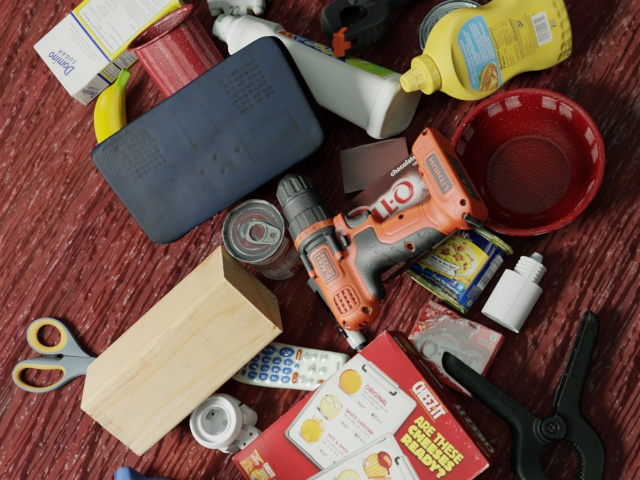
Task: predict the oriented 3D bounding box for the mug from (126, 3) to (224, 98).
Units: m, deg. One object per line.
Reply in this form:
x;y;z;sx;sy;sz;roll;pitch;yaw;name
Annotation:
-0.160;-0.220;1.242;0.093;0.081;0.117;-21;27;27;mug

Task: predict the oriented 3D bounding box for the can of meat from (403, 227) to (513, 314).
0.136;0.016;1.124;0.102;0.057;0.084;35;90;20;can of meat

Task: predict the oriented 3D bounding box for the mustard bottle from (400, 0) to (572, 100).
0.170;-0.202;1.125;0.191;0.058;0.096;-26;114;-14;mustard bottle

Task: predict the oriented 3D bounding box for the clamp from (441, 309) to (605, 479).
0.234;0.178;1.062;0.164;0.036;0.210;-23;80;-3;clamp

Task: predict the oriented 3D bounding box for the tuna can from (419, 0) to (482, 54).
0.154;-0.225;1.190;0.086;0.033;0.086;-4;76;14;tuna can

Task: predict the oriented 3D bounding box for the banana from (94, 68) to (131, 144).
-0.224;-0.103;1.253;0.070;0.037;0.198;-33;73;35;banana

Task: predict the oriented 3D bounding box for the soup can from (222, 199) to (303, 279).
-0.058;0.001;1.155;0.068;0.102;0.068;-4;76;14;soup can

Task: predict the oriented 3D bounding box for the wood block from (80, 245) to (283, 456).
-0.147;0.116;1.128;0.206;0.091;0.090;-42;110;10;wood block

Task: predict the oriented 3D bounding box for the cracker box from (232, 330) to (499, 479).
0.044;0.218;1.070;0.214;0.072;0.164;-41;75;13;cracker box

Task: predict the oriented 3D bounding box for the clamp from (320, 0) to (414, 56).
0.059;-0.260;1.189;0.120;0.039;0.171;1;44;15;clamp

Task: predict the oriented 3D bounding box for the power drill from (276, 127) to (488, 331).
0.057;-0.029;1.062;0.188;0.057;0.184;-36;68;20;power drill

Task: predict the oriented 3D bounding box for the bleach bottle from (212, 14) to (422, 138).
-0.016;-0.195;1.193;0.251;0.102;0.068;27;110;19;bleach bottle

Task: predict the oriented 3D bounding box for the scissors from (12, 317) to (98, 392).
-0.261;0.126;1.225;0.202;0.016;0.096;-11;74;12;scissors

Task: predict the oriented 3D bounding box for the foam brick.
0.064;-0.075;1.169;0.078;0.051;0.053;-11;73;12;foam brick

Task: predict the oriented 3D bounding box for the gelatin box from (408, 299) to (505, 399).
0.137;0.114;1.114;0.089;0.030;0.073;27;85;20;gelatin box

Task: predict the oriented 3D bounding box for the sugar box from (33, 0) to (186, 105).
-0.254;-0.258;1.303;0.176;0.048;0.093;-41;70;6;sugar box

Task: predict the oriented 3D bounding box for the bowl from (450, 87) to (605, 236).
0.217;-0.077;1.125;0.162;0.055;0.162;-4;76;14;bowl

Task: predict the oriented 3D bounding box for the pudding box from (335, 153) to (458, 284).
0.083;-0.023;1.101;0.113;0.039;0.090;-37;62;14;pudding box

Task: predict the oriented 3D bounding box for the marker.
0.025;0.088;1.156;0.020;0.020;0.121;-36;70;4;marker
